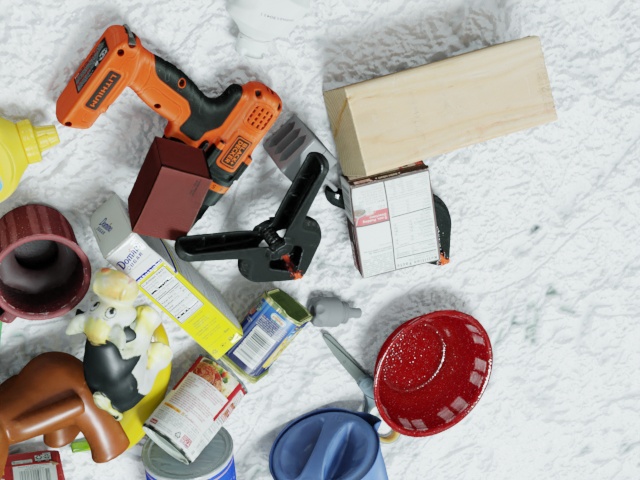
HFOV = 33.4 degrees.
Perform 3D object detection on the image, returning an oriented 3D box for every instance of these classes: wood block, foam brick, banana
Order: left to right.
[{"bbox_3d":[-0.202,0.167,1.165,0.069,0.037,0.198,19,110,-31],"label":"banana"},{"bbox_3d":[-0.141,-0.047,0.996,0.052,0.051,0.078,14,121,-27],"label":"foam brick"},{"bbox_3d":[0.119,-0.135,1.074,0.206,0.091,0.090,-17,99,-12],"label":"wood block"}]

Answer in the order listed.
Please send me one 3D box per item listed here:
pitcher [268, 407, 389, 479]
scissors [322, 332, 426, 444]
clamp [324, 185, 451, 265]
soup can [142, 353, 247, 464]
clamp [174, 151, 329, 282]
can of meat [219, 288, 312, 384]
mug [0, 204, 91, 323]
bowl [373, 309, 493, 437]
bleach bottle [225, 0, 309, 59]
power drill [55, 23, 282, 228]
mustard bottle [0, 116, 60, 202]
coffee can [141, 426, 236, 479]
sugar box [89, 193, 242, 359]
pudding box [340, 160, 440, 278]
[{"bbox_3d":[0.023,0.335,1.295,0.149,0.145,0.243,-10,127,10],"label":"pitcher"},{"bbox_3d":[0.073,0.166,1.287,0.096,0.016,0.201,-26,124,-8],"label":"scissors"},{"bbox_3d":[0.083,-0.031,1.166,0.120,0.039,0.171,-27,118,3],"label":"clamp"},{"bbox_3d":[-0.136,0.183,1.159,0.102,0.069,0.068,-51,128,-21],"label":"soup can"},{"bbox_3d":[-0.057,0.001,1.066,0.164,0.036,0.210,-29,157,-8],"label":"clamp"},{"bbox_3d":[-0.059,0.100,1.148,0.057,0.102,0.084,41,97,6],"label":"can of meat"},{"bbox_3d":[-0.279,0.027,1.028,0.093,0.081,0.117,25,107,-31],"label":"mug"},{"bbox_3d":[0.122,0.148,1.262,0.161,0.055,0.162,-9,111,-24],"label":"bowl"},{"bbox_3d":[-0.037,-0.285,0.959,0.102,0.068,0.251,8,117,-25],"label":"bleach bottle"},{"bbox_3d":[-0.154,-0.104,1.020,0.187,0.057,0.184,28,107,-33],"label":"power drill"},{"bbox_3d":[-0.331,-0.070,0.967,0.191,0.058,0.096,-18,122,-11],"label":"mustard bottle"},{"bbox_3d":[-0.144,0.290,1.218,0.102,0.103,0.140,-12,122,-15],"label":"coffee can"},{"bbox_3d":[-0.156,0.038,1.076,0.048,0.093,0.176,-43,124,3],"label":"sugar box"},{"bbox_3d":[0.075,-0.023,1.125,0.090,0.039,0.113,-14,118,-8],"label":"pudding box"}]
